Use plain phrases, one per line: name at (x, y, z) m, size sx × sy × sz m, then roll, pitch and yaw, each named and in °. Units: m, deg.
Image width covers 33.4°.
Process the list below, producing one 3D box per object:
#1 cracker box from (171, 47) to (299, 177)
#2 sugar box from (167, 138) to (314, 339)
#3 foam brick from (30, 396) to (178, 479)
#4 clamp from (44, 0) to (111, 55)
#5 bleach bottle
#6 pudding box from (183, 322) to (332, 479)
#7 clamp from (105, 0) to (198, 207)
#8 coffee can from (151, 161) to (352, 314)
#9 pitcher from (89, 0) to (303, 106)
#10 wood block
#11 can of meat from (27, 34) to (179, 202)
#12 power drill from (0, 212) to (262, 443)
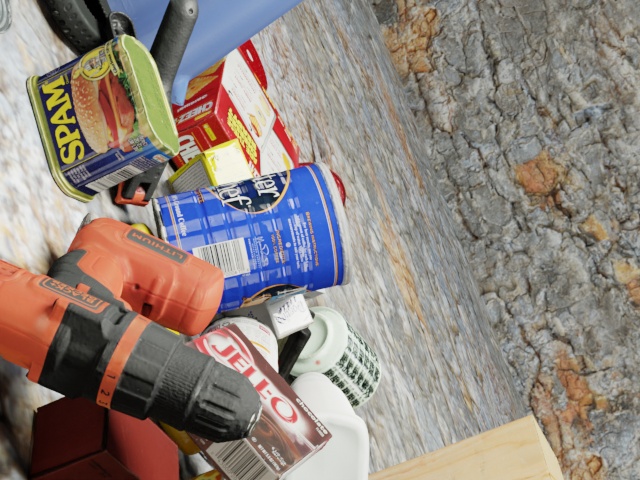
cracker box at (-0.089, -0.100, 1.114) m, size 0.164 × 0.072 × 0.213 m, roll 59°, pitch 16°, yaw -28°
sugar box at (-0.072, 0.007, 0.955) m, size 0.093 × 0.048 × 0.176 m, roll -26°, pitch -91°, yaw 61°
foam brick at (-0.124, 0.129, 0.624) m, size 0.078 × 0.053 × 0.051 m, roll 56°, pitch 17°, yaw -40°
clamp at (-0.223, -0.238, 0.899) m, size 0.164 × 0.036 × 0.210 m, roll -96°, pitch 160°, yaw -52°
bleach bottle at (-0.003, 0.163, 0.930) m, size 0.251 × 0.068 × 0.102 m, roll -111°, pitch -157°, yaw -81°
pudding box at (-0.055, 0.115, 0.734) m, size 0.113 × 0.039 × 0.089 m, roll 50°, pitch 24°, yaw 10°
clamp at (-0.137, -0.115, 0.851) m, size 0.039 × 0.120 × 0.171 m, roll 3°, pitch 81°, yaw -34°
coffee can at (-0.056, 0.001, 0.854) m, size 0.103 × 0.140 × 0.103 m, roll 167°, pitch -90°, yaw -80°
pitcher at (-0.093, -0.253, 0.984) m, size 0.149 × 0.243 × 0.145 m, roll 49°, pitch 22°, yaw -32°
wood block at (0.144, 0.271, 1.095) m, size 0.090 × 0.206 × 0.090 m, roll 57°, pitch 17°, yaw -38°
can of meat at (-0.160, -0.092, 0.795) m, size 0.057 × 0.084 × 0.102 m, roll 29°, pitch 39°, yaw -68°
power drill at (-0.111, 0.046, 0.635) m, size 0.184 × 0.057 × 0.187 m, roll 25°, pitch 10°, yaw 0°
